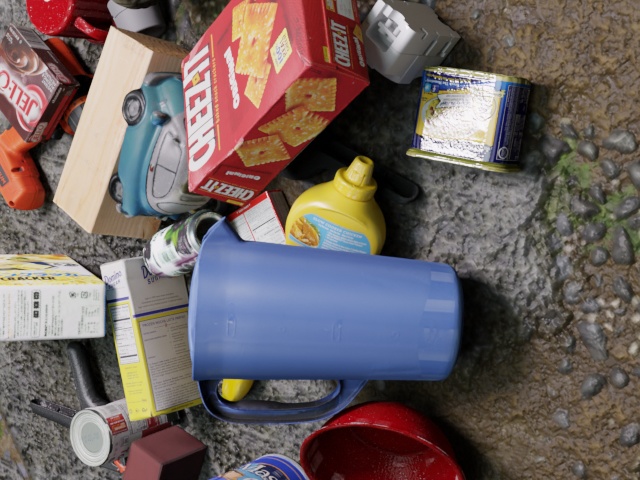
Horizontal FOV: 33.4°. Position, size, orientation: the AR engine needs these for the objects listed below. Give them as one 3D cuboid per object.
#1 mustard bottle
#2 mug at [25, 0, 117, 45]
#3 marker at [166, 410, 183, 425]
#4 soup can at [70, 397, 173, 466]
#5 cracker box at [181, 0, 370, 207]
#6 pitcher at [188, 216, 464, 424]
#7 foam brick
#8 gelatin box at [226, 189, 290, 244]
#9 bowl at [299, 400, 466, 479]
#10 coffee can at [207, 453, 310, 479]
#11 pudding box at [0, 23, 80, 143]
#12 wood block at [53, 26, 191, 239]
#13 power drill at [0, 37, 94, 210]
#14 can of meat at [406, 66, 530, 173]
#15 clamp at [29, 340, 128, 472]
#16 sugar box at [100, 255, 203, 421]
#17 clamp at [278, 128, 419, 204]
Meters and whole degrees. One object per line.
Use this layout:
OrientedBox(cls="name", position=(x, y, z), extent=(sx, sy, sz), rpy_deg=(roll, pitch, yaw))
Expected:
OrientedBox(cls="mustard bottle", position=(0.010, 0.002, 1.037), extent=(0.096, 0.058, 0.192), rpy_deg=(23, 121, 0))
OrientedBox(cls="mug", position=(-0.275, -0.265, 1.221), extent=(0.117, 0.081, 0.093), rpy_deg=(49, 120, 21))
OrientedBox(cls="marker", position=(-0.183, 0.156, 1.243), extent=(0.020, 0.020, 0.121), rpy_deg=(-19, 84, 36))
OrientedBox(cls="soup can", position=(-0.229, 0.216, 1.232), extent=(0.069, 0.102, 0.068), rpy_deg=(5, 98, 35))
OrientedBox(cls="cracker box", position=(-0.050, -0.156, 0.980), extent=(0.214, 0.072, 0.164), rpy_deg=(-40, 47, 44))
OrientedBox(cls="pitcher", position=(0.001, 0.078, 0.974), extent=(0.149, 0.242, 0.145), rpy_deg=(100, 172, -53))
OrientedBox(cls="foam brick", position=(-0.177, 0.254, 1.215), extent=(0.051, 0.078, 0.053), rpy_deg=(28, 111, 28))
OrientedBox(cls="gelatin box", position=(-0.057, 0.002, 1.129), extent=(0.073, 0.030, 0.089), rpy_deg=(-31, 78, 33))
OrientedBox(cls="bowl", position=(0.064, 0.202, 1.021), extent=(0.162, 0.055, 0.162), rpy_deg=(10, 138, 9))
OrientedBox(cls="coffee can", position=(-0.083, 0.290, 1.112), extent=(0.103, 0.140, 0.103), rpy_deg=(5, 98, 35))
OrientedBox(cls="pudding box", position=(-0.338, -0.182, 1.239), extent=(0.114, 0.039, 0.090), rpy_deg=(49, 117, 25))
OrientedBox(cls="wood block", position=(-0.204, -0.115, 1.164), extent=(0.090, 0.090, 0.206), rpy_deg=(35, 110, 40))
OrientedBox(cls="power drill", position=(-0.324, -0.122, 1.291), extent=(0.188, 0.057, 0.184), rpy_deg=(-44, 67, 28))
OrientedBox(cls="can of meat", position=(0.134, -0.110, 0.961), extent=(0.102, 0.057, 0.084), rpy_deg=(14, 101, 33))
OrientedBox(cls="clamp", position=(-0.291, 0.223, 1.317), extent=(0.120, 0.039, 0.171), rpy_deg=(-46, 70, 32))
OrientedBox(cls="sugar box", position=(-0.185, 0.105, 1.194), extent=(0.048, 0.093, 0.176), rpy_deg=(-16, 85, 36))
OrientedBox(cls="clamp", position=(-0.012, -0.111, 1.049), extent=(0.210, 0.036, 0.164), rpy_deg=(7, 130, 40))
